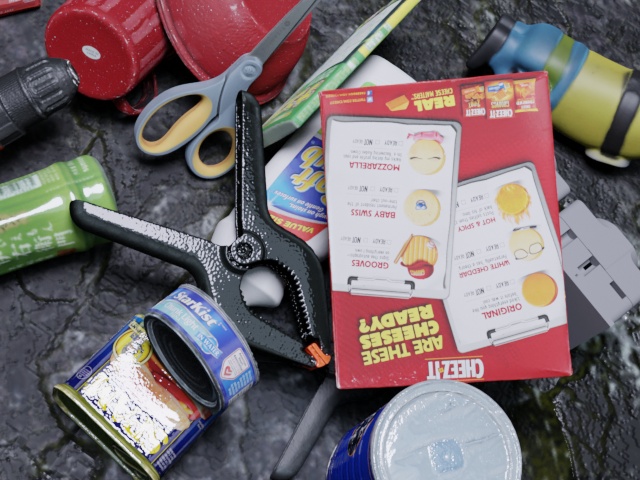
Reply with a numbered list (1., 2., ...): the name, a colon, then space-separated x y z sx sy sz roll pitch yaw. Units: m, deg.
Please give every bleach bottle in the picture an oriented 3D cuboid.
1. bleach bottle: -0.002 -0.030 0.853 0.102 0.068 0.250 39 70 0

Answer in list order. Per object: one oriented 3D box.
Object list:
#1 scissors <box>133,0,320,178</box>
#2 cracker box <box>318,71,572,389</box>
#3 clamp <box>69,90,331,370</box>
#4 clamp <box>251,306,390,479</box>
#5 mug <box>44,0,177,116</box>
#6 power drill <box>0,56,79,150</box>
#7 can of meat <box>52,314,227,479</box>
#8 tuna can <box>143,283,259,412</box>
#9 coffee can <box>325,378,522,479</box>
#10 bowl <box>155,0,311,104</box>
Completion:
1. scissors: -0.052 -0.117 0.831 0.202 0.096 0.016 -31 39 10
2. cracker box: 0.088 -0.006 0.771 0.164 0.072 0.214 -4 86 8
3. clamp: -0.055 0.001 0.783 0.164 0.036 0.210 -43 91 -18
4. clamp: -0.003 0.090 0.822 0.171 0.039 0.120 -34 86 -24
5. mug: -0.159 -0.153 0.841 0.093 0.117 0.081 3 37 22
6. power drill: -0.292 -0.142 0.807 0.184 0.057 0.188 -27 74 0
7. can of meat: -0.128 0.115 0.775 0.102 0.057 0.083 43 65 4
8. tuna can: -0.082 0.074 0.725 0.033 0.086 0.086 -37 82 -25
9. coffee can: 0.068 0.163 0.754 0.102 0.140 0.103 4 70 -11
10. bowl: -0.057 -0.193 0.857 0.161 0.055 0.162 21 61 -45
